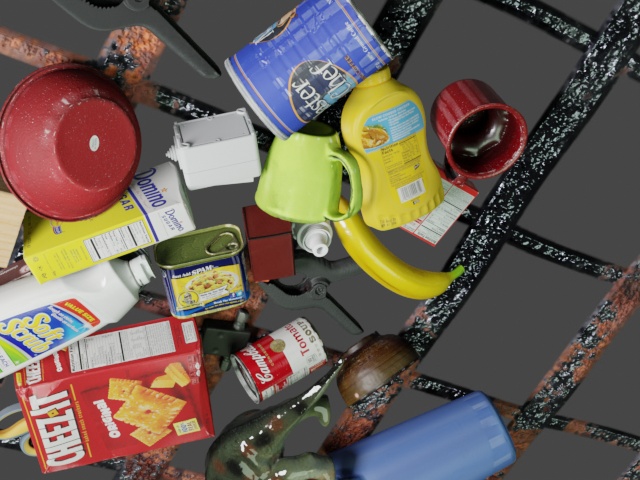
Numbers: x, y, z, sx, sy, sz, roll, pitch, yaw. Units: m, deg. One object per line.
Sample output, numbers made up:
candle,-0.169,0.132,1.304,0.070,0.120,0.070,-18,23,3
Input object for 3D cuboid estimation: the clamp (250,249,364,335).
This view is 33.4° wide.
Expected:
clamp,0.004,0.044,1.284,0.171,0.039,0.120,19,105,-28

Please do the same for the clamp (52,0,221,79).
clamp,-0.174,-0.235,1.042,0.209,0.036,0.165,-1,124,-17

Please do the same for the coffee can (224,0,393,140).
coffee can,-0.011,-0.183,1.082,0.140,0.103,0.102,-36,125,10

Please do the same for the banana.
banana,0.081,0.020,1.265,0.197,0.069,0.037,30,152,-22

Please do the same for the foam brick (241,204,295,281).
foam brick,-0.058,0.001,1.215,0.051,0.053,0.078,-9,141,-5

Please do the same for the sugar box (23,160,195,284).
sugar box,-0.227,-0.021,1.140,0.176,0.093,0.048,-22,127,-1

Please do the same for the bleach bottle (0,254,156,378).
bleach bottle,-0.302,0.075,1.157,0.251,0.068,0.102,-25,127,-3

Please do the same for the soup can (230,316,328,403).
soup can,-0.050,0.145,1.303,0.102,0.069,0.068,-28,128,-17

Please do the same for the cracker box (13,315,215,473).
cracker box,-0.240,0.183,1.261,0.213,0.072,0.164,-11,133,-10

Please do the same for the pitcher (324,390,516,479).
pitcher,0.137,0.304,1.454,0.243,0.149,0.145,-26,112,-1

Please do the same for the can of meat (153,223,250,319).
can of meat,-0.134,0.037,1.228,0.102,0.057,0.084,-12,128,-6

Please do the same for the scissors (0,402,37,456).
scissors,-0.307,0.211,1.325,0.201,0.016,0.096,-20,128,-2

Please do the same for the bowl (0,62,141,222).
bowl,-0.235,-0.096,1.058,0.161,0.055,0.162,-6,99,-40

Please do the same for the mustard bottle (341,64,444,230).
mustard bottle,0.072,-0.114,1.164,0.096,0.058,0.191,-25,114,-20

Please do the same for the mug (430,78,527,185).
mug,0.168,-0.118,1.189,0.093,0.081,0.117,8,121,-20

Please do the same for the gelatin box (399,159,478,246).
gelatin box,0.131,-0.045,1.261,0.073,0.030,0.089,26,113,-30
